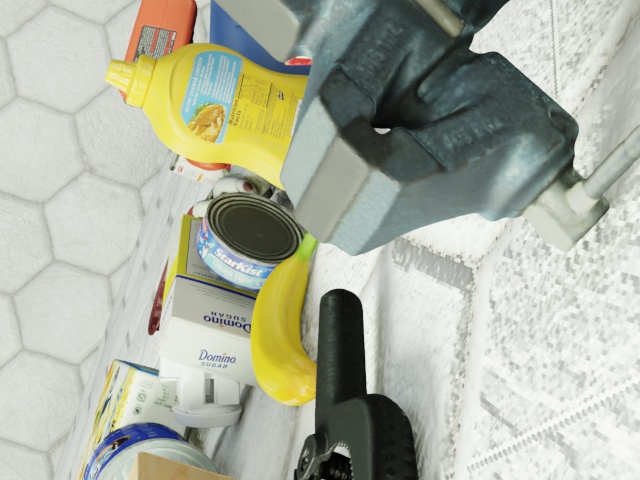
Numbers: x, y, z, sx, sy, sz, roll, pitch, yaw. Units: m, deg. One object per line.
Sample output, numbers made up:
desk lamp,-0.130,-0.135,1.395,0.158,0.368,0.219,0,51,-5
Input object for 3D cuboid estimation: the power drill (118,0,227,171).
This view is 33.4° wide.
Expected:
power drill,-0.112,-0.169,1.009,0.187,0.057,0.184,25,-103,-70

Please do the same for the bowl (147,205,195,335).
bowl,-0.151,0.043,1.254,0.162,0.055,0.162,-161,90,-77

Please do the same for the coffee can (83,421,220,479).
coffee can,-0.137,0.204,0.860,0.140,0.102,0.103,165,124,-75

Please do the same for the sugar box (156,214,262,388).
sugar box,-0.081,0.046,0.879,0.176,0.093,0.048,-94,26,-61

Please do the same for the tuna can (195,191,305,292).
tuna can,-0.056,0.001,0.854,0.086,0.086,0.034,-88,20,-52

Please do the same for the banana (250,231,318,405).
banana,-0.025,0.064,0.746,0.198,0.037,0.070,-94,26,-60

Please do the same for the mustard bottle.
mustard bottle,-0.076,-0.105,0.850,0.058,0.191,0.096,139,146,-65

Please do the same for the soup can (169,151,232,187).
soup can,-0.103,-0.089,1.139,0.068,0.102,0.068,-161,90,-77

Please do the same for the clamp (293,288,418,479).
clamp,0.010,0.106,0.542,0.210,0.036,0.164,180,108,-74
